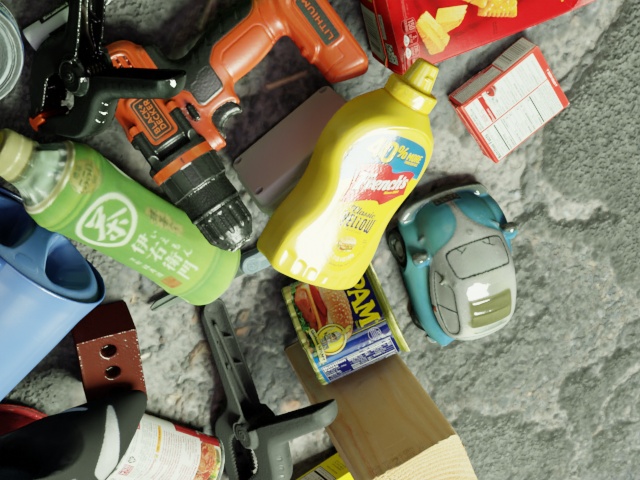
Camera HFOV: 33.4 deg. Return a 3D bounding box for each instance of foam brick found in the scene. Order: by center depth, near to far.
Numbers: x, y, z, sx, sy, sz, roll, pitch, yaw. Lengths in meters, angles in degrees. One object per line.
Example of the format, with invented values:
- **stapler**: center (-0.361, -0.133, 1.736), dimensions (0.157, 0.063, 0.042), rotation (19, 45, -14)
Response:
- **foam brick**: center (-0.184, 0.101, 0.924), dimensions (0.053, 0.051, 0.078), rotation (-13, 120, -15)

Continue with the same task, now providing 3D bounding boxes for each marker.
- **marker**: center (-0.168, -0.183, 0.801), dimensions (0.121, 0.020, 0.020), rotation (-34, 123, -2)

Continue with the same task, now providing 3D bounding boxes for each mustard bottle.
- **mustard bottle**: center (0.034, -0.055, 0.827), dimensions (0.096, 0.058, 0.192), rotation (17, 111, -40)

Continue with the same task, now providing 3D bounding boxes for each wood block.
- **wood block**: center (0.053, 0.162, 0.954), dimensions (0.090, 0.206, 0.091), rotation (-28, 123, -5)

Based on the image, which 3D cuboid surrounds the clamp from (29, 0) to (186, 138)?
- **clamp**: center (-0.160, -0.117, 0.766), dimensions (0.039, 0.120, 0.172), rotation (-23, 164, -39)

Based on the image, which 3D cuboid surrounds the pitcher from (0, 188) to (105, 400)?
- **pitcher**: center (-0.295, 0.083, 0.822), dimensions (0.243, 0.145, 0.149), rotation (-47, 126, 10)

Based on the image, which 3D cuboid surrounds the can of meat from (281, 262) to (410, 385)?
- **can of meat**: center (0.021, 0.068, 0.951), dimensions (0.084, 0.102, 0.057), rotation (-25, 143, 4)

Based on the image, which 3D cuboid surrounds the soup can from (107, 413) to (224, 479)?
- **soup can**: center (-0.149, 0.198, 0.978), dimensions (0.102, 0.068, 0.068), rotation (25, 105, -29)

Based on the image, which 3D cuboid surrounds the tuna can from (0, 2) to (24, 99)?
- **tuna can**: center (-0.261, -0.140, 0.780), dimensions (0.086, 0.034, 0.086), rotation (-9, 119, -17)

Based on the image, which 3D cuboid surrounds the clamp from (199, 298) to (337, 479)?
- **clamp**: center (-0.065, 0.160, 0.977), dimensions (0.036, 0.165, 0.210), rotation (-26, 149, -36)

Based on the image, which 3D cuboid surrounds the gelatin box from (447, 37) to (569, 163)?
- **gelatin box**: center (0.168, -0.125, 0.954), dimensions (0.089, 0.030, 0.073), rotation (-39, 124, 2)

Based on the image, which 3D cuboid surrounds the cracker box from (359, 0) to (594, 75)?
- **cracker box**: center (0.131, -0.246, 0.852), dimensions (0.213, 0.072, 0.164), rotation (-22, 122, -10)

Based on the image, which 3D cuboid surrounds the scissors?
- **scissors**: center (-0.056, 0.001, 0.941), dimensions (0.201, 0.016, 0.096), rotation (-12, 123, -16)

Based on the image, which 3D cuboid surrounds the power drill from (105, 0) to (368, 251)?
- **power drill**: center (-0.058, -0.109, 0.823), dimensions (0.187, 0.057, 0.184), rotation (-36, 94, -5)
